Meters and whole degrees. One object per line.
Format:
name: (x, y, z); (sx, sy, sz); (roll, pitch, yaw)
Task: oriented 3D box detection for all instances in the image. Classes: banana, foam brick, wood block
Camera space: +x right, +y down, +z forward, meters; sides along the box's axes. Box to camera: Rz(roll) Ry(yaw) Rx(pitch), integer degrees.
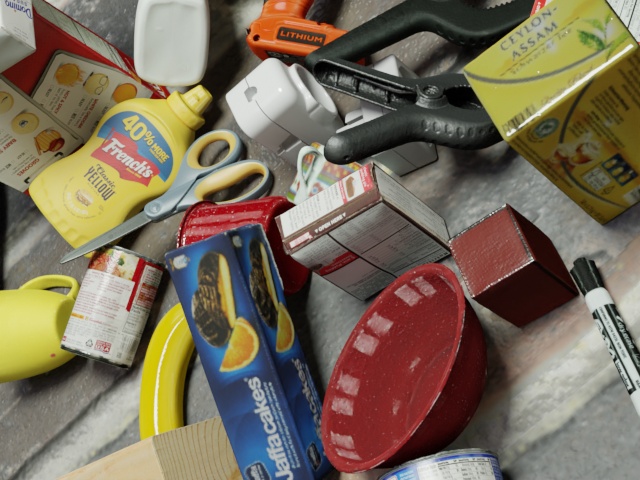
banana: (-0.125, 0.133, 0.919); (0.070, 0.037, 0.198); (-4, 70, 34)
foam brick: (0.136, 0.019, 0.751); (0.051, 0.078, 0.053); (-35, 53, 21)
wood block: (-0.157, 0.218, 0.844); (0.206, 0.090, 0.090); (-28, 77, 33)

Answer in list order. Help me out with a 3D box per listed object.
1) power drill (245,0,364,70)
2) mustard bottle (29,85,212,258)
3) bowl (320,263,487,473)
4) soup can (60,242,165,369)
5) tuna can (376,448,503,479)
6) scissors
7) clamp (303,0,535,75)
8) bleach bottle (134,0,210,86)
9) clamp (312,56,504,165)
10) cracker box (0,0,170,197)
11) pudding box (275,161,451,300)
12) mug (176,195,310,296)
power drill: (0.020, -0.240, 0.932); (0.184, 0.057, 0.187); (10, 82, 14)
mustard bottle: (-0.177, -0.077, 1.011); (0.192, 0.058, 0.096); (-41, 88, 8)
bowl: (0.068, 0.099, 0.757); (0.162, 0.055, 0.162); (-49, 23, 29)
soup can: (-0.190, 0.060, 0.975); (0.069, 0.068, 0.102); (11, 79, 38)
tuna can: (0.083, 0.171, 0.723); (0.086, 0.086, 0.034); (-26, 60, 25)
scissors: (-0.144, -0.044, 0.965); (0.202, 0.016, 0.096); (-16, 56, 2)
clamp: (0.095, -0.211, 0.855); (0.210, 0.036, 0.164); (1, 75, 15)
bleach bottle: (-0.144, -0.263, 1.049); (0.251, 0.068, 0.103); (-98, 15, -47)
clamp: (0.075, -0.092, 0.799); (0.171, 0.039, 0.120); (4, 48, 2)
cracker box: (-0.271, -0.134, 1.016); (0.164, 0.213, 0.072); (-44, 51, 13)
pudding box: (0.035, -0.004, 0.809); (0.090, 0.113, 0.039); (-30, 55, 22)
mug: (-0.056, 0.001, 0.898); (0.082, 0.093, 0.117); (-6, 33, 29)
